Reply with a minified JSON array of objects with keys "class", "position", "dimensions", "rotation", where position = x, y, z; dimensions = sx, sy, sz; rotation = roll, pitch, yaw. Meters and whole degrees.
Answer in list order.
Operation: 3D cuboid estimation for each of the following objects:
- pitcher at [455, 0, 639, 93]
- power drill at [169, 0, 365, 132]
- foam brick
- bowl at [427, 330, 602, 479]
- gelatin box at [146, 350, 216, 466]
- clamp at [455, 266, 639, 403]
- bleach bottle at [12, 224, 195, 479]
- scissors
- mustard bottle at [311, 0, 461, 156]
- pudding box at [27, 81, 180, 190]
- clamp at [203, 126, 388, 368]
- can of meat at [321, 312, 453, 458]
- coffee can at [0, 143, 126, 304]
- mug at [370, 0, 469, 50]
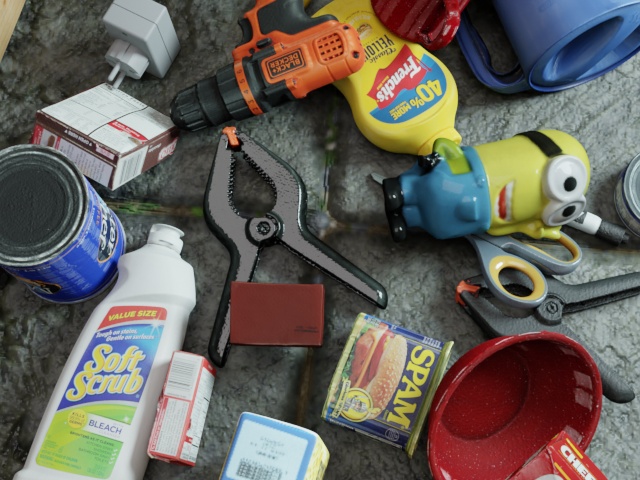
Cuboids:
[{"class":"pitcher","position":[0.191,-0.262,0.973],"dimensions":[0.149,0.145,0.243],"rotation":[-17,70,-19]},{"class":"power drill","position":[-0.070,-0.204,0.955],"dimensions":[0.184,0.057,0.188],"rotation":[-19,83,9]},{"class":"foam brick","position":[-0.036,0.063,0.896],"dimensions":[0.078,0.051,0.053],"rotation":[2,83,1]},{"class":"bowl","position":[0.147,0.138,0.869],"dimensions":[0.161,0.055,0.162],"rotation":[-8,113,-20]},{"class":"gelatin box","position":[-0.116,0.143,0.896],"dimensions":[0.030,0.073,0.089],"rotation":[12,76,6]},{"class":"clamp","position":[0.206,0.057,0.923],"dimensions":[0.171,0.039,0.120],"rotation":[24,62,11]},{"class":"bleach bottle","position":[-0.174,0.104,0.916],"dimensions":[0.102,0.068,0.251],"rotation":[12,73,8]},{"class":"scissors","position":[0.125,0.001,0.932],"dimensions":[0.202,0.016,0.096],"rotation":[16,56,13]},{"class":"mustard bottle","position":[0.068,-0.138,0.972],"dimensions":[0.096,0.058,0.192],"rotation":[-32,76,-11]},{"class":"pudding box","position":[-0.189,-0.096,0.950],"dimensions":[0.090,0.113,0.039],"rotation":[28,117,10]},{"class":"clamp","position":[-0.056,0.001,0.951],"dimensions":[0.164,0.036,0.210],"rotation":[-26,79,-5]},{"class":"can of meat","position":[0.056,0.120,0.903],"dimensions":[0.084,0.057,0.102],"rotation":[20,76,11]},{"class":"coffee can","position":[-0.230,-0.010,0.908],"dimensions":[0.103,0.140,0.103],"rotation":[-1,74,2]},{"class":"mug","position":[0.097,-0.220,0.940],"dimensions":[0.093,0.082,0.117],"rotation":[0,61,-24]}]
